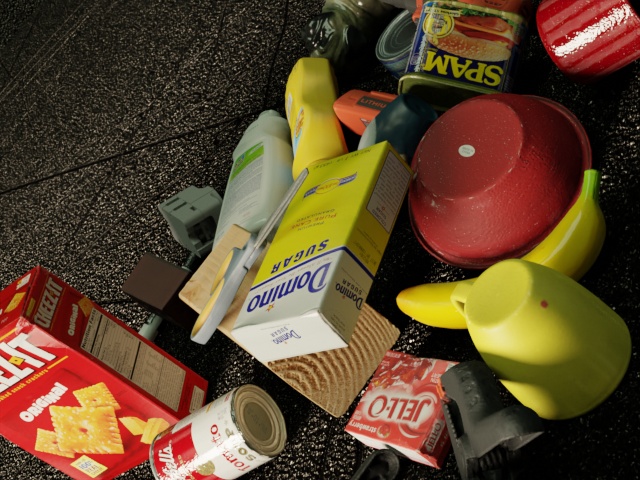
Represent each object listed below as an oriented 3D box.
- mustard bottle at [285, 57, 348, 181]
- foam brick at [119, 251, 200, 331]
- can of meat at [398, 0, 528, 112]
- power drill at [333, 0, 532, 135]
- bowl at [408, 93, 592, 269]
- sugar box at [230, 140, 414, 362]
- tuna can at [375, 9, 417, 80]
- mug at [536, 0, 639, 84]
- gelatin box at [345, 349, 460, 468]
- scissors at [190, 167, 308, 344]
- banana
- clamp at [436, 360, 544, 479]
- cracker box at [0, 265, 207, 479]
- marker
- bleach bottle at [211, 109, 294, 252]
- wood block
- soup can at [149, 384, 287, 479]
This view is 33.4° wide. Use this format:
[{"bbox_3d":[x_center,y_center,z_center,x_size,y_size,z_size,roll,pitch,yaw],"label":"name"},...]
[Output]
[{"bbox_3d":[-0.003,-0.102,1.095,0.191,0.058,0.096,-97,11,-51],"label":"mustard bottle"},{"bbox_3d":[-0.164,0.055,1.149,0.078,0.053,0.051,20,71,42],"label":"foam brick"},{"bbox_3d":[0.129,-0.161,0.950,0.057,0.102,0.084,82,-157,-73],"label":"can of meat"},{"bbox_3d":[0.091,-0.187,1.045,0.185,0.057,0.187,22,77,38],"label":"power drill"},{"bbox_3d":[0.130,-0.060,0.853,0.162,0.055,0.162,-18,55,27],"label":"bowl"},{"bbox_3d":[0.003,0.007,0.824,0.094,0.048,0.176,-16,36,41],"label":"sugar box"},{"bbox_3d":[0.100,-0.212,1.130,0.086,0.033,0.086,-34,33,26],"label":"tuna can"},{"bbox_3d":[0.236,-0.183,0.872,0.082,0.093,0.117,-30,4,40],"label":"mug"},{"bbox_3d":[0.068,0.124,0.798,0.089,0.030,0.073,4,60,55],"label":"gelatin box"},{"bbox_3d":[-0.056,0.001,0.877,0.202,0.016,0.096,-57,13,26],"label":"scissors"},{"bbox_3d":[0.140,0.026,0.798,0.198,0.037,0.069,-35,44,31],"label":"banana"},{"bbox_3d":[0.105,0.127,0.657,0.036,0.164,0.210,-8,28,-3],"label":"clamp"},{"bbox_3d":[-0.241,0.138,1.014,0.164,0.213,0.072,-31,35,30],"label":"cracker box"},{"bbox_3d":[-0.166,0.060,1.198,0.020,0.020,0.121,6,61,56],"label":"marker"},{"bbox_3d":[-0.058,-0.063,1.149,0.103,0.068,0.250,-33,32,28],"label":"bleach bottle"},{"bbox_3d":[-0.033,0.065,0.943,0.091,0.090,0.206,-54,29,-6],"label":"wood block"},{"bbox_3d":[-0.087,0.174,0.914,0.102,0.068,0.068,-33,34,27],"label":"soup can"}]
